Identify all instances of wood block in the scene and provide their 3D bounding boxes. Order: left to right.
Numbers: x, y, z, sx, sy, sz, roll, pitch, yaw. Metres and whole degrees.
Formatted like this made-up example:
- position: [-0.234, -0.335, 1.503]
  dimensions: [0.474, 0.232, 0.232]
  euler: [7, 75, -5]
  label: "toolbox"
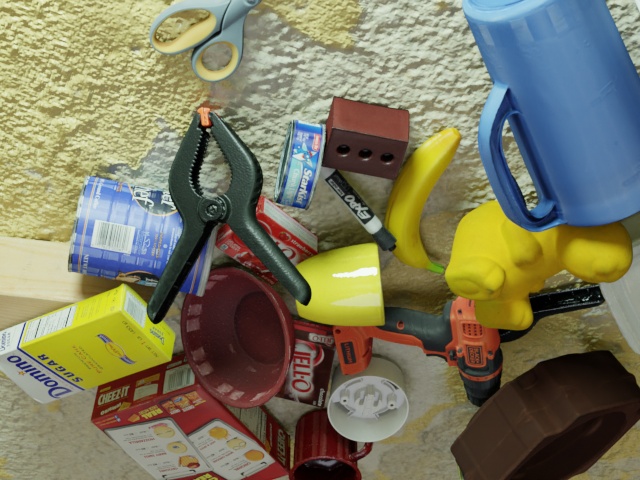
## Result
- position: [-0.281, 0.064, 1.181]
  dimensions: [0.206, 0.090, 0.091]
  euler: [6, 134, -4]
  label: "wood block"

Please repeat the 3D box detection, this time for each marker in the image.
- position: [0.038, -0.035, 1.100]
  dimensions: [0.020, 0.020, 0.121]
  euler: [-33, 106, 29]
  label: "marker"

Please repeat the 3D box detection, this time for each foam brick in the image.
- position: [0.043, -0.099, 1.041]
  dimensions: [0.078, 0.051, 0.053]
  euler: [9, 134, -7]
  label: "foam brick"

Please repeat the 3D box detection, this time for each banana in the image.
- position: [0.102, -0.037, 1.113]
  dimensions: [0.069, 0.037, 0.198]
  euler: [-12, 137, -13]
  label: "banana"

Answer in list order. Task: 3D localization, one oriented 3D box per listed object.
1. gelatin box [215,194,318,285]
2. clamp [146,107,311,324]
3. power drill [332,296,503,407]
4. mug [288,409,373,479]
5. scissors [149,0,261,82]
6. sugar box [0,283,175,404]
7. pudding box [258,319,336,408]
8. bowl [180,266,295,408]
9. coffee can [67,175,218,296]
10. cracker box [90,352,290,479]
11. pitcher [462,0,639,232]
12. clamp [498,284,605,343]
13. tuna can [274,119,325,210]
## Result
- position: [-0.058, 0.001, 1.155]
  dimensions: [0.073, 0.030, 0.089]
  euler: [-35, 124, 29]
  label: "gelatin box"
- position: [-0.108, -0.021, 1.034]
  dimensions: [0.165, 0.210, 0.036]
  euler: [-15, 173, 11]
  label: "clamp"
- position: [0.115, 0.124, 1.226]
  dimensions: [0.188, 0.057, 0.184]
  euler: [2, 135, 15]
  label: "power drill"
- position: [0.016, 0.267, 1.371]
  dimensions: [0.117, 0.081, 0.093]
  euler: [-27, 127, 25]
  label: "mug"
- position: [-0.060, -0.205, 0.969]
  dimensions: [0.202, 0.016, 0.096]
  euler: [-18, 132, 18]
  label: "scissors"
- position: [-0.253, 0.113, 1.133]
  dimensions: [0.176, 0.048, 0.093]
  euler: [-23, 128, 20]
  label: "sugar box"
- position: [-0.029, 0.144, 1.275]
  dimensions: [0.090, 0.039, 0.113]
  euler: [13, 134, 5]
  label: "pudding box"
- position: [-0.082, 0.104, 1.203]
  dimensions: [0.055, 0.162, 0.162]
  euler: [-15, 156, -52]
  label: "bowl"
- position: [-0.181, -0.004, 1.103]
  dimensions: [0.140, 0.103, 0.103]
  euler: [11, 133, -8]
  label: "coffee can"
- position: [-0.160, 0.239, 1.358]
  dimensions: [0.164, 0.072, 0.213]
  euler: [-21, 130, 21]
  label: "cracker box"
- position: [0.211, -0.131, 0.949]
  dimensions: [0.145, 0.149, 0.242]
  euler: [-13, 130, 29]
  label: "pitcher"
- position: [0.236, 0.075, 1.211]
  dimensions: [0.120, 0.039, 0.172]
  euler: [28, 135, -17]
  label: "clamp"
- position: [-0.021, -0.074, 1.044]
  dimensions: [0.033, 0.086, 0.086]
  euler: [12, 133, -7]
  label: "tuna can"
